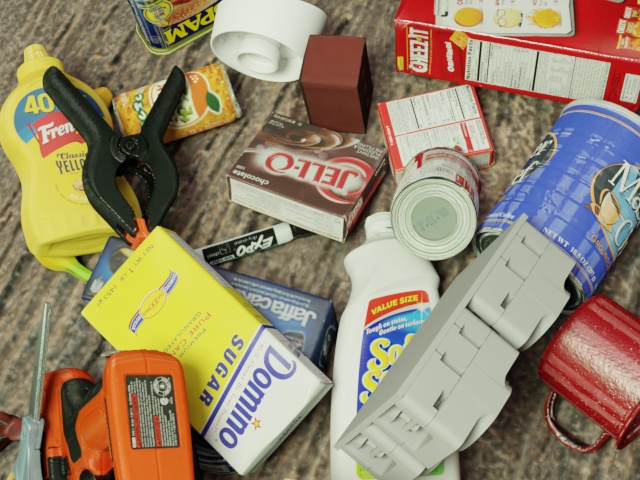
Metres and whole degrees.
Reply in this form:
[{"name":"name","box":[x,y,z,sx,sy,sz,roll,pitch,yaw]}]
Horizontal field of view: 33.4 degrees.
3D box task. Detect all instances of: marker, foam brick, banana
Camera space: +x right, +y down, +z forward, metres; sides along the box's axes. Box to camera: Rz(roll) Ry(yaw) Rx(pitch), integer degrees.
[{"name":"marker","box":[-0.056,0.001,0.912,0.121,0.020,0.020,-18,64,-1]},{"name":"foam brick","box":[0.015,-0.137,0.937,0.051,0.078,0.053,6,65,12]},{"name":"banana","box":[-0.229,-0.053,0.954,0.069,0.037,0.198,7,66,-14]}]

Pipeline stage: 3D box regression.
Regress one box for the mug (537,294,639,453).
[{"name":"mug","box":[0.212,0.104,0.798,0.082,0.093,0.117,39,111,27]}]

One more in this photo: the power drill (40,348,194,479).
[{"name":"power drill","box":[-0.155,0.166,0.764,0.057,0.188,0.184,2,69,-34]}]

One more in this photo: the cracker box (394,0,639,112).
[{"name":"cracker box","box":[0.188,-0.203,0.937,0.214,0.072,0.164,12,54,14]}]

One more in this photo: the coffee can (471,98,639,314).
[{"name":"coffee can","box":[0.201,-0.027,0.846,0.103,0.103,0.140,32,73,20]}]

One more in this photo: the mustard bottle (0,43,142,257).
[{"name":"mustard bottle","box":[-0.222,-0.083,0.914,0.096,0.058,0.192,-10,70,-28]}]

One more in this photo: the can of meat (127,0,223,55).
[{"name":"can of meat","box":[-0.132,-0.235,0.999,0.102,0.084,0.057,-30,64,-8]}]

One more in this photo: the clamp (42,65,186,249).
[{"name":"clamp","box":[-0.169,-0.076,0.878,0.120,0.039,0.171,2,63,-13]}]

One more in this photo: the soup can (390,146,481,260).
[{"name":"soup can","box":[0.093,-0.031,0.852,0.068,0.102,0.068,3,108,9]}]

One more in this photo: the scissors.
[{"name":"scissors","box":[-0.208,0.156,0.785,0.016,0.202,0.096,5,20,-33]}]

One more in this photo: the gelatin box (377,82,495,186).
[{"name":"gelatin box","box":[0.100,-0.092,0.931,0.089,0.030,0.073,-12,63,0]}]

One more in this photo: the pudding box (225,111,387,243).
[{"name":"pudding box","box":[-0.011,-0.055,0.910,0.114,0.039,0.090,18,49,16]}]

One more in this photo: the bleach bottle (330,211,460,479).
[{"name":"bleach bottle","box":[0.049,0.094,0.828,0.102,0.068,0.251,0,62,-7]}]

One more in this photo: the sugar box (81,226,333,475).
[{"name":"sugar box","box":[-0.086,0.081,0.802,0.176,0.048,0.093,42,93,16]}]
